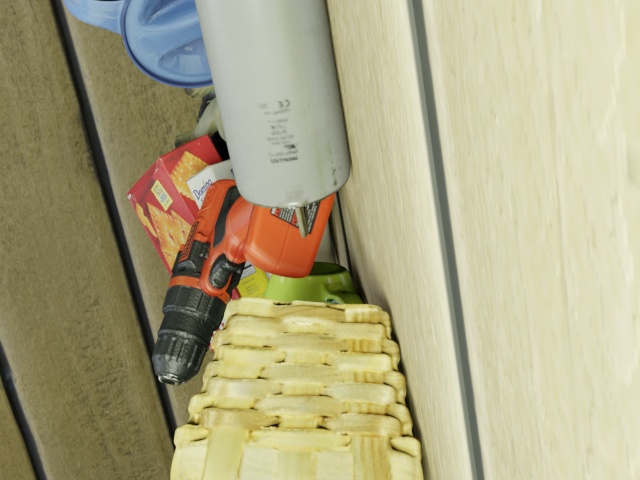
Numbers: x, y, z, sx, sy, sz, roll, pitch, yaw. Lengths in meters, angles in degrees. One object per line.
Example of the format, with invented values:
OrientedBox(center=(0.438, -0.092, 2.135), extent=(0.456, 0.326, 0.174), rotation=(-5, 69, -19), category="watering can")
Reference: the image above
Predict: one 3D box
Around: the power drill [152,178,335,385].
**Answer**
OrientedBox(center=(-0.065, 0.013, 0.825), extent=(0.188, 0.057, 0.184), rotation=(-29, 41, 56), category="power drill")

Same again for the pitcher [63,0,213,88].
OrientedBox(center=(-0.144, -0.257, 0.949), extent=(0.149, 0.145, 0.243), rotation=(41, -163, -46), category="pitcher")

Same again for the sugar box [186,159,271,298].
OrientedBox(center=(-0.057, 0.001, 1.071), extent=(0.093, 0.048, 0.176), rotation=(-23, -95, -51), category="sugar box")

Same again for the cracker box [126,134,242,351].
OrientedBox(center=(-0.122, 0.010, 1.168), extent=(0.214, 0.072, 0.164), rotation=(62, 155, -1), category="cracker box")
